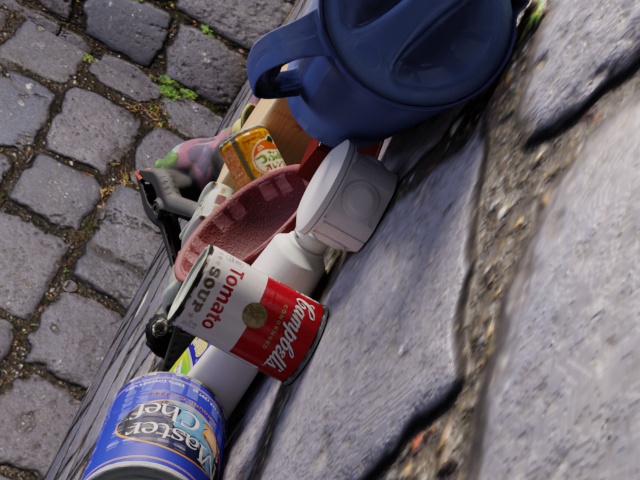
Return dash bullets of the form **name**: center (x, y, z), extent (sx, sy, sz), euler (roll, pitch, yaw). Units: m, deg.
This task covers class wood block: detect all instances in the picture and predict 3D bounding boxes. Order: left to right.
- **wood block**: center (-0.028, -0.117, 1.156), extent (0.206, 0.090, 0.090), euler (-50, 18, 45)

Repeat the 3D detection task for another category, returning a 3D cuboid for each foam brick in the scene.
- **foam brick**: center (0.021, -0.084, 0.946), extent (0.051, 0.053, 0.078), euler (-48, 16, 52)

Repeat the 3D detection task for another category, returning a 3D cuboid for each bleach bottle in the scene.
- **bleach bottle**: center (-0.067, 0.079, 0.914), extent (0.251, 0.068, 0.102), euler (-55, 12, 21)

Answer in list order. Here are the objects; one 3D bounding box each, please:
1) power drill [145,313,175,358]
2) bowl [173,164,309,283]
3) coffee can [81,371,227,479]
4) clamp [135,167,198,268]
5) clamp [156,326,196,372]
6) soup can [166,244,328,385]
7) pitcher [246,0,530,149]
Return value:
- **power drill**: center (-0.154, 0.060, 1.311), extent (0.187, 0.057, 0.184), euler (-61, -3, -12)
- **bowl**: center (-0.056, 0.001, 0.992), extent (0.162, 0.055, 0.162), euler (-31, 24, 16)
- **coffee can**: center (-0.128, 0.179, 0.825), extent (0.103, 0.102, 0.140), euler (-58, 11, 18)
- **clamp**: center (-0.195, -0.045, 1.398), extent (0.171, 0.039, 0.120), euler (58, 134, 28)
- **clamp**: center (-0.162, 0.150, 1.173), extent (0.164, 0.036, 0.210), euler (-78, 7, -60)
- **soup can**: center (-0.055, 0.055, 0.800), extent (0.068, 0.102, 0.068), euler (-58, 10, 17)
- **pitcher**: center (0.033, -0.137, 0.791), extent (0.145, 0.149, 0.243), euler (-63, 7, -10)
